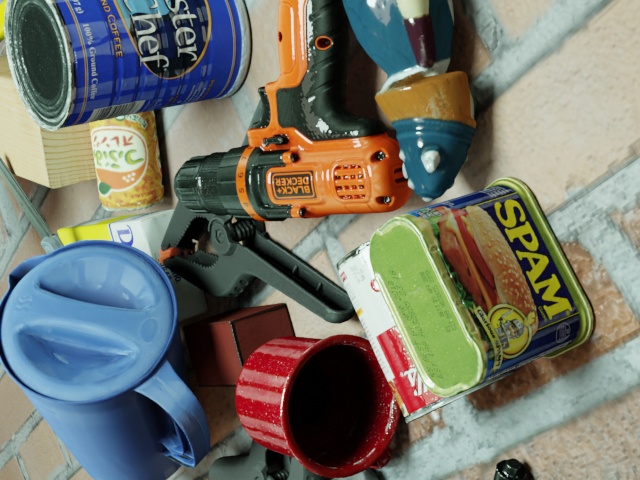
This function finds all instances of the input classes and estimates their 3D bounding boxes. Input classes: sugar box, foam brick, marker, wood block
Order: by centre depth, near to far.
[{"bbox_3d":[0.105,0.181,0.661,0.020,0.020,0.121,40,133,38],"label":"marker"},{"bbox_3d":[-0.061,0.081,0.818,0.078,0.052,0.051,-11,95,55],"label":"foam brick"},{"bbox_3d":[-0.172,0.025,0.952,0.177,0.048,0.093,-4,103,56],"label":"sugar box"},{"bbox_3d":[-0.258,-0.115,0.974,0.206,0.090,0.091,17,117,49],"label":"wood block"}]

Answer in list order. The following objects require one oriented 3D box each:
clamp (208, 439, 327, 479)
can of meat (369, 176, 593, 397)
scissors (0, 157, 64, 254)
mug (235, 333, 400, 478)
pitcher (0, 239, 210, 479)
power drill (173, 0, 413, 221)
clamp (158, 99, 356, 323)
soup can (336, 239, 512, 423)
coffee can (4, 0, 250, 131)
[{"bbox_3d":[-0.032,0.198,0.838,0.120,0.039,0.172,58,142,18],"label":"clamp"},{"bbox_3d":[0.083,0.025,0.571,0.058,0.083,0.102,-40,71,53],"label":"can of meat"},{"bbox_3d":[-0.221,0.012,0.933,0.096,0.016,0.201,3,122,49],"label":"scissors"},{"bbox_3d":[0.002,0.115,0.729,0.117,0.093,0.082,44,158,-23],"label":"mug"},{"bbox_3d":[-0.160,0.121,0.861,0.243,0.145,0.149,88,175,-58],"label":"pitcher"},{"bbox_3d":[-0.032,-0.104,0.670,0.185,0.057,0.187,0,105,36],"label":"power drill"},{"bbox_3d":[-0.055,0.001,0.791,0.210,0.036,0.164,-27,81,51],"label":"clamp"},{"bbox_3d":[0.060,0.046,0.626,0.069,0.068,0.102,-40,71,53],"label":"soup can"},{"bbox_3d":[-0.135,-0.140,0.751,0.103,0.140,0.103,26,124,46],"label":"coffee can"}]
